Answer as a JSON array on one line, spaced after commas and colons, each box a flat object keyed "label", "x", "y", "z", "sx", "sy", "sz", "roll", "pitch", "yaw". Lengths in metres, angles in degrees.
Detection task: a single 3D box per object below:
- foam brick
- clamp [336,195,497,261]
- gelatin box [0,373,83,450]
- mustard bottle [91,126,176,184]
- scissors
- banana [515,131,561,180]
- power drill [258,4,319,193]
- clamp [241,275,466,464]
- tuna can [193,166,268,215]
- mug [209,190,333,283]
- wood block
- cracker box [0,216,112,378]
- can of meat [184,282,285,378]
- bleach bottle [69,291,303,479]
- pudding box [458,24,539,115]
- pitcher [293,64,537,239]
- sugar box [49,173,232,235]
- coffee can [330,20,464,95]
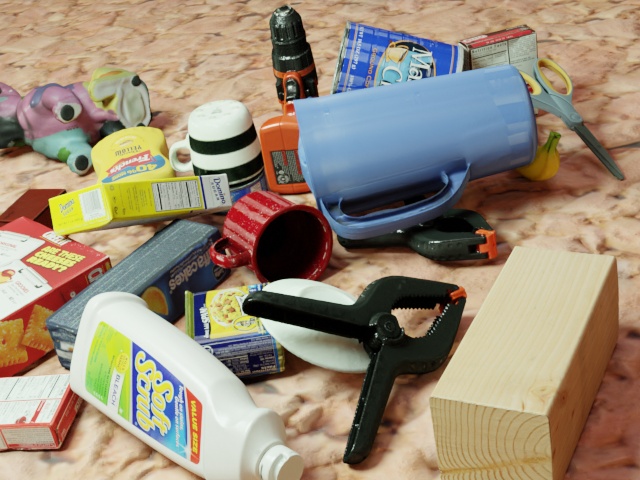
[{"label": "foam brick", "x": -0.329, "y": -0.020, "z": 1.235, "sx": 0.053, "sy": 0.051, "sz": 0.078, "roll": 2, "pitch": 33, "yaw": 22}, {"label": "clamp", "x": 0.102, "y": -0.009, "z": 1.099, "sx": 0.120, "sy": 0.039, "sz": 0.172, "roll": -34, "pitch": 31, "yaw": -24}, {"label": "gelatin box", "x": -0.262, "y": 0.153, "z": 0.949, "sx": 0.089, "sy": 0.030, "sz": 0.073, "roll": -4, "pitch": 30, "yaw": 10}, {"label": "mustard bottle", "x": -0.222, "y": -0.073, "z": 1.285, "sx": 0.096, "sy": 0.058, "sz": 0.192, "roll": -15, "pitch": 31, "yaw": -7}, {"label": "scissors", "x": 0.268, "y": -0.141, "z": 1.214, "sx": 0.096, "sy": 0.016, "sz": 0.202, "roll": -1, "pitch": 48, "yaw": -13}, {"label": "banana", "x": 0.231, "y": -0.110, "z": 1.199, "sx": 0.037, "sy": 0.070, "sz": 0.198, "roll": 8, "pitch": 18, "yaw": -13}, {"label": "power drill", "x": -0.034, "y": -0.162, "z": 1.271, "sx": 0.057, "sy": 0.184, "sz": 0.187, "roll": -5, "pitch": 41, "yaw": 10}, {"label": "clamp", "x": 0.054, "y": 0.092, "z": 0.912, "sx": 0.209, "sy": 0.036, "sz": 0.164, "roll": -14, "pitch": 65, "yaw": -34}, {"label": "tuna can", "x": -0.105, "y": -0.065, "z": 1.258, "sx": 0.086, "sy": 0.034, "sz": 0.086, "roll": -8, "pitch": 31, "yaw": 4}, {"label": "mug", "x": -0.057, "y": 0.001, "z": 1.080, "sx": 0.117, "sy": 0.093, "sz": 0.082, "roll": -21, "pitch": 27, "yaw": -25}, {"label": "wood block", "x": 0.169, "y": 0.099, "z": 0.848, "sx": 0.091, "sy": 0.090, "sz": 0.205, "roll": 7, "pitch": 35, "yaw": 27}, {"label": "cracker box", "x": -0.334, "y": 0.070, "z": 1.069, "sx": 0.164, "sy": 0.072, "sz": 0.213, "roll": 21, "pitch": 42, "yaw": 40}, {"label": "can of meat", "x": -0.079, "y": 0.084, "z": 0.981, "sx": 0.084, "sy": 0.057, "sz": 0.102, "roll": -9, "pitch": 31, "yaw": -2}, {"label": "bleach bottle", "x": -0.107, "y": 0.129, "z": 0.875, "sx": 0.251, "sy": 0.102, "sz": 0.067, "roll": 22, "pitch": 11, "yaw": 41}, {"label": "pudding box", "x": 0.219, "y": -0.199, "z": 1.303, "sx": 0.090, "sy": 0.113, "sz": 0.039, "roll": -14, "pitch": 29, "yaw": -8}, {"label": "pitcher", "x": 0.099, "y": -0.098, "z": 1.113, "sx": 0.243, "sy": 0.149, "sz": 0.145, "roll": -13, "pitch": 8, "yaw": 1}, {"label": "sugar box", "x": -0.188, "y": -0.040, "z": 1.136, "sx": 0.094, "sy": 0.048, "sz": 0.175, "roll": -11, "pitch": 2, "yaw": 40}, {"label": "coffee can", "x": 0.089, "y": -0.195, "z": 1.265, "sx": 0.140, "sy": 0.103, "sz": 0.102, "roll": 12, "pitch": 32, "yaw": -3}]
